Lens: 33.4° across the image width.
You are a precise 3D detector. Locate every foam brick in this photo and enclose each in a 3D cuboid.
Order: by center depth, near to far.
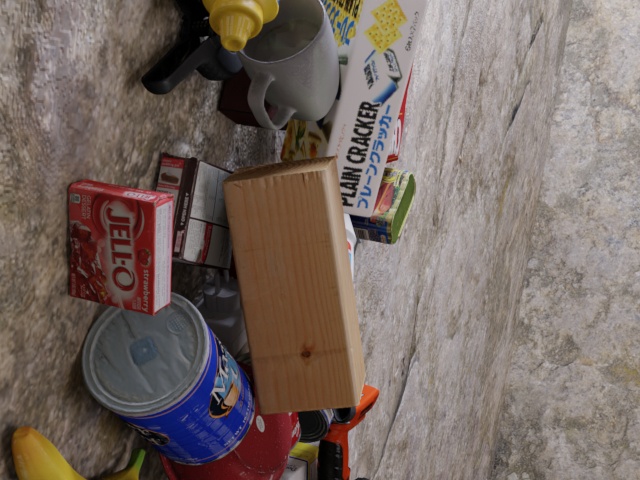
[{"bbox_3d":[-0.055,-0.148,0.992,0.053,0.051,0.078,30,72,-69],"label":"foam brick"}]

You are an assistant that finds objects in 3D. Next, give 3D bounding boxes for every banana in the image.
[{"bbox_3d":[-0.189,0.190,0.833,0.197,0.037,0.069,47,35,-69],"label":"banana"}]

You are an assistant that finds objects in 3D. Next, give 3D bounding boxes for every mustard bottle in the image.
[{"bbox_3d":[-0.060,-0.230,0.853,0.096,0.058,0.191,63,27,-56],"label":"mustard bottle"}]

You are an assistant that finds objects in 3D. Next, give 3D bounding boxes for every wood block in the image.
[{"bbox_3d":[-0.020,0.037,0.936,0.090,0.091,0.206,-62,145,-76],"label":"wood block"}]

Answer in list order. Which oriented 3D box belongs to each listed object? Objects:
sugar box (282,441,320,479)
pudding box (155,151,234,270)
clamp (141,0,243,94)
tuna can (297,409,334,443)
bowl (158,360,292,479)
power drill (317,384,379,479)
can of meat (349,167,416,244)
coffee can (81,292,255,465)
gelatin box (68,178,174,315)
[{"bbox_3d":[-0.027,0.301,1.325,0.176,0.048,0.093,-25,122,-62],"label":"sugar box"},{"bbox_3d":[-0.107,-0.023,0.934,0.113,0.039,0.090,19,79,-73],"label":"pudding box"},{"bbox_3d":[-0.098,-0.184,0.876,0.171,0.039,0.120,-29,127,-68],"label":"clamp"},{"bbox_3d":[-0.026,0.188,1.204,0.033,0.086,0.086,-62,154,-43],"label":"tuna can"},{"bbox_3d":[-0.076,0.174,0.987,0.161,0.055,0.162,29,50,-42],"label":"bowl"},{"bbox_3d":[0.031,0.274,1.316,0.184,0.057,0.188,-21,116,-65],"label":"power drill"},{"bbox_3d":[0.065,-0.047,1.332,0.057,0.084,0.102,75,33,-52],"label":"can of meat"},{"bbox_3d":[-0.121,0.115,0.876,0.140,0.103,0.102,65,41,-59],"label":"coffee can"},{"bbox_3d":[-0.147,0.004,0.784,0.030,0.073,0.089,-37,134,-62],"label":"gelatin box"}]
